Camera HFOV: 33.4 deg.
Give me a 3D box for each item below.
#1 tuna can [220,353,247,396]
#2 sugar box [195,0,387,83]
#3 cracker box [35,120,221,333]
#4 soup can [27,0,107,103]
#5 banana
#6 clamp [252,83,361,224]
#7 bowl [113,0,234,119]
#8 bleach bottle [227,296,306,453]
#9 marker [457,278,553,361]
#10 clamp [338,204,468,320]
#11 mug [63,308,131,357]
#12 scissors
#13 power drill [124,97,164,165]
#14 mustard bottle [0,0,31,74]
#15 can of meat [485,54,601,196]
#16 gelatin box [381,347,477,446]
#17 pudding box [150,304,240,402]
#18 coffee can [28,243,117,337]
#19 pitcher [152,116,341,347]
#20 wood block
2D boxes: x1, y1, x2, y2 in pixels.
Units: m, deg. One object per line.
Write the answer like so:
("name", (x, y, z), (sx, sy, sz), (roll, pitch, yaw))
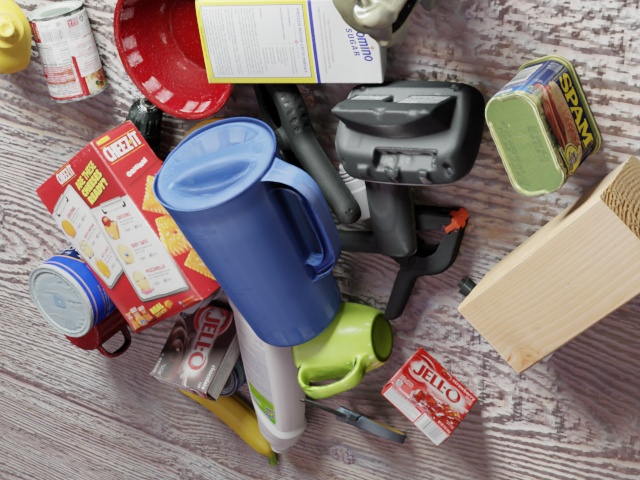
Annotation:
("tuna can", (-0.134, 0.162, 1.402), (0.086, 0.033, 0.086), (20, 129, 26))
("sugar box", (-0.026, -0.200, 1.025), (0.176, 0.048, 0.093), (1, 129, 10))
("cracker box", (-0.216, -0.012, 1.243), (0.164, 0.072, 0.213), (-27, 99, 49))
("soup can", (-0.294, -0.219, 1.240), (0.069, 0.068, 0.102), (8, 123, 33))
("banana", (-0.130, 0.232, 1.445), (0.198, 0.037, 0.070), (40, 135, 8))
("clamp", (-0.022, -0.104, 1.099), (0.210, 0.036, 0.165), (68, 165, -13))
("bowl", (-0.142, -0.213, 1.138), (0.162, 0.055, 0.162), (20, 129, 26))
("bleach bottle", (-0.059, 0.167, 1.326), (0.103, 0.068, 0.251), (43, 147, 40))
("marker", (0.192, 0.081, 1.110), (0.121, 0.020, 0.020), (39, 135, 9))
("clamp", (0.094, 0.020, 1.131), (0.172, 0.039, 0.120), (-21, 114, 42))
("mug", (-0.301, 0.107, 1.457), (0.093, 0.081, 0.117), (-10, 112, 41))
("scissors", (0.020, 0.200, 1.245), (0.201, 0.016, 0.096), (29, 172, -38))
("power drill", (-0.168, -0.059, 1.264), (0.188, 0.057, 0.185), (38, 139, 14))
("mustard bottle", (-0.367, -0.240, 1.224), (0.192, 0.058, 0.096), (-155, 47, -69))
("can of meat", (0.195, -0.100, 0.939), (0.058, 0.083, 0.102), (-11, 111, 41))
("gelatin box", (0.121, 0.172, 1.188), (0.089, 0.073, 0.030), (43, 134, 6))
("pudding box", (-0.149, 0.137, 1.344), (0.090, 0.113, 0.039), (13, 160, 31))
("coffee can", (-0.285, 0.043, 1.361), (0.103, 0.140, 0.103), (20, 129, 26))
("pitcher", (-0.057, 0.001, 1.116), (0.242, 0.145, 0.149), (62, 179, -40))
("wood block", (0.236, 0.027, 0.991), (0.091, 0.090, 0.206), (46, 136, 2))
